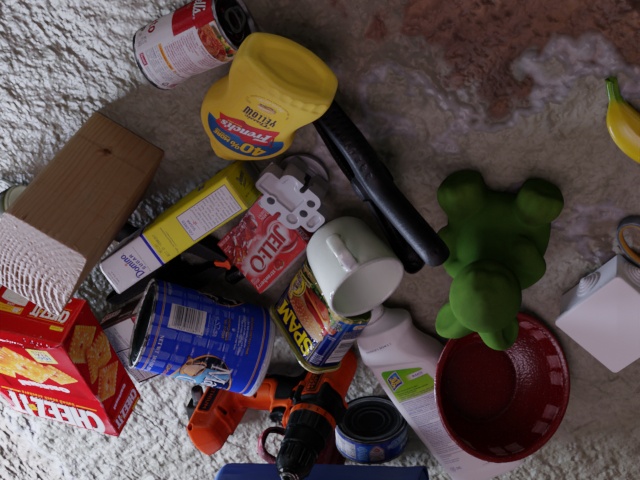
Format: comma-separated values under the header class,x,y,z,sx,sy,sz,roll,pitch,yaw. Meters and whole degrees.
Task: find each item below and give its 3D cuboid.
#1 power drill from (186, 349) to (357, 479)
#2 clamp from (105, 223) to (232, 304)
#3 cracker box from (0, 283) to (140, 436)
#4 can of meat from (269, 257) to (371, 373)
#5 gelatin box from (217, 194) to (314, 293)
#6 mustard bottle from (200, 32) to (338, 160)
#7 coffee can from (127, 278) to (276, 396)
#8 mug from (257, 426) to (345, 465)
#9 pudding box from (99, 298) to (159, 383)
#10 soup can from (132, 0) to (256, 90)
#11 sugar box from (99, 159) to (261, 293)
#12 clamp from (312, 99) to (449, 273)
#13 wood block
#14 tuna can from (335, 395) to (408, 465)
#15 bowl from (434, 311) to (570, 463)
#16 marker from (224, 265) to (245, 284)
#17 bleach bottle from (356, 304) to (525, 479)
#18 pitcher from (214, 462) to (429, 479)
class,x,y,z,sx,sy,sz,roll,pitch,yaw
power drill,-0.059,0.201,1.217,0.188,0.184,0.057,-10,124,33
clamp,-0.184,0.013,1.206,0.172,0.039,0.120,-9,124,15
cracker box,-0.327,0.141,1.268,0.164,0.072,0.213,11,144,19
can of meat,0.001,0.078,1.159,0.102,0.057,0.084,57,130,31
gelatin box,-0.057,0.001,1.145,0.073,0.030,0.089,49,121,6
mustard bottle,-0.064,-0.125,1.038,0.096,0.058,0.192,26,153,-15
coffee can,-0.132,0.109,1.190,0.140,0.103,0.103,16,128,-17
mug,-0.024,0.267,1.301,0.117,0.081,0.093,29,126,-4
pudding box,-0.201,0.115,1.280,0.114,0.039,0.090,-23,116,31
soup can,-0.122,-0.193,1.029,0.102,0.068,0.068,-19,116,28
sugar box,-0.144,-0.018,1.117,0.176,0.093,0.048,-30,101,18
clamp,0.054,-0.053,1.035,0.036,0.164,0.210,-34,95,-6
wood block,-0.248,-0.032,1.090,0.091,0.206,0.090,31,126,-5
tuna can,0.059,0.219,1.241,0.086,0.086,0.034,4,123,15
bowl,0.185,0.154,1.145,0.162,0.162,0.055,42,166,-13
marker,-0.061,0.019,1.183,0.121,0.020,0.020,-30,111,31
bleach bottle,0.126,0.160,1.196,0.103,0.068,0.250,-28,109,27
pitcher,-0.001,0.309,1.187,0.243,0.145,0.149,1,125,13
